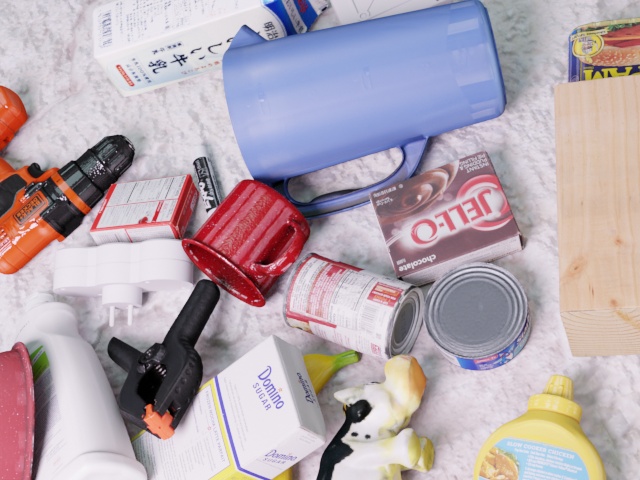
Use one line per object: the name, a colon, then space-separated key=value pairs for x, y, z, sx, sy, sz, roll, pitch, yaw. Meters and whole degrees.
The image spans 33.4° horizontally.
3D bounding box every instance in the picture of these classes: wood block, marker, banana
wood block: x=0.238 y=-0.021 z=0.853 sx=0.090 sy=0.090 sz=0.206 roll=-4 pitch=61 yaw=17
marker: x=-0.105 y=-0.041 z=1.029 sx=0.020 sy=0.020 sz=0.121 roll=-23 pitch=58 yaw=6
banana: x=-0.026 y=0.172 z=0.874 sx=0.070 sy=0.037 sz=0.197 roll=6 pitch=65 yaw=24

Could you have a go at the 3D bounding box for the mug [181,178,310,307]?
mug: x=-0.056 y=0.001 z=0.942 sx=0.081 sy=0.093 sz=0.117 roll=-52 pitch=31 yaw=-17

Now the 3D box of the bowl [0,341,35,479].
bowl: x=-0.283 y=0.165 z=0.900 sx=0.055 sy=0.162 sz=0.162 roll=4 pitch=55 yaw=-26

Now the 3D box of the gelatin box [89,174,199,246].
gelatin box: x=-0.168 y=-0.026 z=1.025 sx=0.089 sy=0.030 sz=0.073 roll=-5 pitch=40 yaw=16

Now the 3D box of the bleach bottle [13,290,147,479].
bleach bottle: x=-0.222 y=0.132 z=0.928 sx=0.103 sy=0.068 sz=0.251 roll=-49 pitch=41 yaw=21

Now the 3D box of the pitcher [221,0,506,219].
pitcher: x=0.042 y=-0.128 z=0.970 sx=0.243 sy=0.149 sz=0.145 roll=-12 pitch=44 yaw=9

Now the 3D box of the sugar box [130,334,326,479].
sugar box: x=-0.080 y=0.163 z=0.860 sx=0.176 sy=0.048 sz=0.093 roll=-35 pitch=48 yaw=18

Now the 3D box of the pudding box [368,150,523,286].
pudding box: x=0.109 y=-0.017 z=0.927 sx=0.113 sy=0.039 sz=0.090 roll=-22 pitch=58 yaw=8

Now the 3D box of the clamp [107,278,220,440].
clamp: x=-0.144 y=0.109 z=0.912 sx=0.120 sy=0.039 sz=0.171 roll=-34 pitch=25 yaw=22

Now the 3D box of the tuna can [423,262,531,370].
tuna can: x=0.130 y=0.063 z=0.880 sx=0.086 sy=0.033 sz=0.086 roll=-9 pitch=60 yaw=15

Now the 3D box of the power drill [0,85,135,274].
power drill: x=-0.300 y=-0.079 z=1.096 sx=0.184 sy=0.057 sz=0.188 roll=-42 pitch=57 yaw=-5

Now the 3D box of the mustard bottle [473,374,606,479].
mustard bottle: x=0.158 y=0.190 z=0.786 sx=0.096 sy=0.058 sz=0.191 roll=8 pitch=66 yaw=24

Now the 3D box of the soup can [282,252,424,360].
soup can: x=0.028 y=0.056 z=0.900 sx=0.102 sy=0.068 sz=0.068 roll=17 pitch=69 yaw=26
